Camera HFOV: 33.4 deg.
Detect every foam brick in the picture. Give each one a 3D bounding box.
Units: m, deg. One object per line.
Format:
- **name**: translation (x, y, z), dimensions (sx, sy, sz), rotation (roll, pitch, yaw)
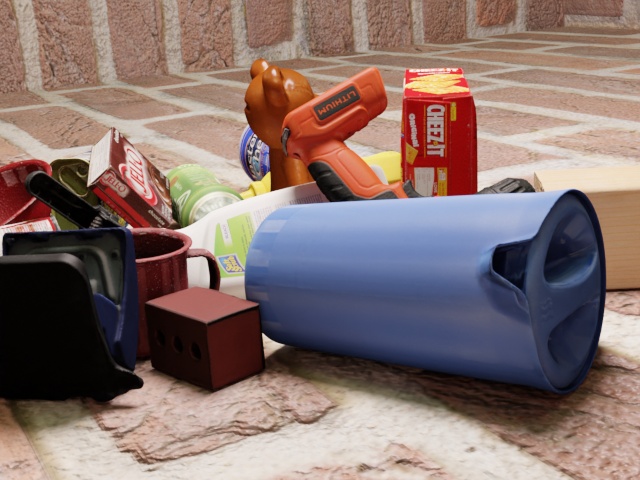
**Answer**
- **foam brick**: translation (-0.085, 0.070, 0.783), dimensions (0.051, 0.053, 0.078), rotation (-18, 19, -40)

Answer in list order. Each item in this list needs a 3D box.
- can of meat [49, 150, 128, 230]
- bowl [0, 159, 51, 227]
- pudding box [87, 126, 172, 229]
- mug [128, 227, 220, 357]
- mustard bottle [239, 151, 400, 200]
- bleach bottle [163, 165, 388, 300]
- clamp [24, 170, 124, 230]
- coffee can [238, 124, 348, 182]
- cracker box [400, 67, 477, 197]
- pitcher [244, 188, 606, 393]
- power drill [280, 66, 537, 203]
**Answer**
- **can of meat**: translation (-0.254, -0.048, 1.182), dimensions (0.057, 0.102, 0.083), rotation (-1, 13, 15)
- **bowl**: translation (-0.341, -0.017, 1.117), dimensions (0.162, 0.055, 0.162), rotation (-20, 31, 12)
- **pudding box**: translation (-0.199, -0.060, 1.117), dimensions (0.039, 0.090, 0.113), rotation (-39, 27, 9)
- **mug**: translation (-0.135, 0.039, 0.849), dimensions (0.117, 0.081, 0.093), rotation (-10, 19, -27)
- **mustard bottle**: translation (-0.004, -0.057, 1.204), dimensions (0.191, 0.058, 0.096), rotation (-10, -8, -17)
- **bleach bottle**: translation (-0.056, 0.001, 0.945), dimensions (0.250, 0.102, 0.068), rotation (-9, -21, -17)
- **clamp**: translation (-0.229, -0.021, 1.059), dimensions (0.039, 0.120, 0.171), rotation (-50, 0, -8)
- **coffee can**: translation (-0.034, -0.102, 1.313), dimensions (0.102, 0.103, 0.140), rotation (-9, 16, -17)
- **cracker box**: translation (0.118, -0.080, 1.071), dimensions (0.072, 0.164, 0.213), rotation (0, 15, 6)
- **pitcher**: translation (0.075, 0.033, 0.764), dimensions (0.243, 0.149, 0.144), rotation (2, 33, 35)
- **power drill**: translation (0.067, -0.054, 0.911), dimensions (0.184, 0.188, 0.057), rotation (-30, -18, -11)
